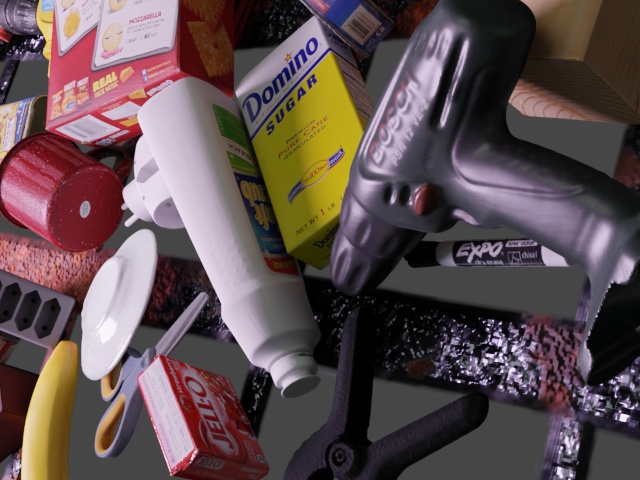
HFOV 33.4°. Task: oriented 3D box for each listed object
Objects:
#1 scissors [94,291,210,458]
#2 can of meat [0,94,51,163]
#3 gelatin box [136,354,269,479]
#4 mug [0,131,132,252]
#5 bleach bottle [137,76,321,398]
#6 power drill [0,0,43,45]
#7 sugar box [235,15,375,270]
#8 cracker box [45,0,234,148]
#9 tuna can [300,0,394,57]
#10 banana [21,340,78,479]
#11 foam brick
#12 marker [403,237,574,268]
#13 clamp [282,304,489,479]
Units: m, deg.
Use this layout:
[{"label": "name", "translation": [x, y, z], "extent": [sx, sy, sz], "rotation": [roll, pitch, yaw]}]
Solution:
[{"label": "scissors", "translation": [-0.132, 0.083, 0.808], "extent": [0.202, 0.016, 0.096], "rotation": [-59, 32, 30]}, {"label": "can of meat", "translation": [-0.293, -0.088, 1.040], "extent": [0.084, 0.057, 0.102], "rotation": [-6, 67, 37]}, {"label": "gelatin box", "translation": [-0.082, 0.127, 0.744], "extent": [0.030, 0.073, 0.089], "rotation": [-45, 48, 17]}, {"label": "mug", "translation": [-0.216, -0.046, 0.942], "extent": [0.117, 0.093, 0.082], "rotation": [-37, 44, -27]}, {"label": "bleach bottle", "translation": [-0.055, 0.001, 0.776], "extent": [0.068, 0.102, 0.251], "rotation": [-33, 60, 13]}, {"label": "power drill", "translation": [-0.364, -0.190, 1.149], "extent": [0.185, 0.057, 0.187], "rotation": [23, 84, 48]}, {"label": "sugar box", "translation": [-0.002, -0.076, 0.788], "extent": [0.093, 0.048, 0.176], "rotation": [-38, 51, 22]}, {"label": "cracker box", "translation": [-0.151, -0.201, 0.905], "extent": [0.164, 0.072, 0.213], "rotation": [-16, 66, 36]}, {"label": "tuna can", "translation": [0.014, -0.177, 0.792], "extent": [0.034, 0.086, 0.086], "rotation": [-47, 47, 13]}, {"label": "banana", "translation": [-0.212, 0.178, 0.862], "extent": [0.070, 0.037, 0.198], "rotation": [-30, 53, 21]}, {"label": "foam brick", "translation": [-0.280, 0.150, 0.922], "extent": [0.078, 0.051, 0.053], "rotation": [-39, 50, 22]}, {"label": "marker", "translation": [0.104, 0.008, 0.675], "extent": [0.121, 0.020, 0.020], "rotation": [-2, 70, 41]}, {"label": "clamp", "translation": [0.020, 0.128, 0.680], "extent": [0.171, 0.039, 0.120], "rotation": [-51, 44, 11]}]
